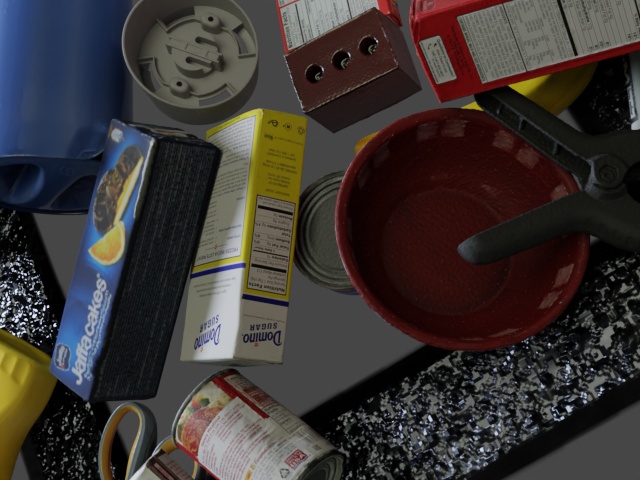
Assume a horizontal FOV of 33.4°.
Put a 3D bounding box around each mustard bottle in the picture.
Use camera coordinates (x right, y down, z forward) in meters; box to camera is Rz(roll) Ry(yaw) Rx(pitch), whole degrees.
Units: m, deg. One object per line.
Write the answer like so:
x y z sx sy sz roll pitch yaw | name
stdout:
-0.281 0.167 0.842 0.096 0.058 0.191 23 89 32 | mustard bottle

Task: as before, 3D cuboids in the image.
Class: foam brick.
0.024 -0.121 0.769 0.078 0.051 0.053 -25 69 18 | foam brick

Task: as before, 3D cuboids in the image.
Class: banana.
0.116 -0.092 0.730 0.198 0.037 0.070 -33 49 14 | banana

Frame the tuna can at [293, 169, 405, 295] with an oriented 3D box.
0.022 -0.005 0.752 0.086 0.033 0.086 -6 75 24 | tuna can

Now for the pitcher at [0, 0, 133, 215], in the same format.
-0.219 -0.147 0.853 0.149 0.145 0.243 3 72 -9 | pitcher

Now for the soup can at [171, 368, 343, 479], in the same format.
-0.042 0.143 0.729 0.102 0.068 0.068 34 93 27 | soup can

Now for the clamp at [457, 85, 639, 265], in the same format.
0.164 -0.026 0.653 0.171 0.039 0.120 15 77 8 | clamp

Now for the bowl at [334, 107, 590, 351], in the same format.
0.087 -0.002 0.688 0.162 0.055 0.162 1 71 -4 | bowl

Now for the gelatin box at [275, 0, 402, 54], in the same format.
0.010 -0.182 0.803 0.089 0.030 0.073 -18 72 21 | gelatin box

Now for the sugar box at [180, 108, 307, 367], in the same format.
-0.055 0.001 0.761 0.093 0.048 0.176 -12 72 59 | sugar box

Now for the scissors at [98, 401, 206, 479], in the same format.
-0.132 0.221 0.782 0.096 0.016 0.202 1 83 22 | scissors

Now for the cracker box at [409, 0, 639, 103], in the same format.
0.168 -0.183 0.663 0.214 0.072 0.164 -13 38 23 | cracker box
